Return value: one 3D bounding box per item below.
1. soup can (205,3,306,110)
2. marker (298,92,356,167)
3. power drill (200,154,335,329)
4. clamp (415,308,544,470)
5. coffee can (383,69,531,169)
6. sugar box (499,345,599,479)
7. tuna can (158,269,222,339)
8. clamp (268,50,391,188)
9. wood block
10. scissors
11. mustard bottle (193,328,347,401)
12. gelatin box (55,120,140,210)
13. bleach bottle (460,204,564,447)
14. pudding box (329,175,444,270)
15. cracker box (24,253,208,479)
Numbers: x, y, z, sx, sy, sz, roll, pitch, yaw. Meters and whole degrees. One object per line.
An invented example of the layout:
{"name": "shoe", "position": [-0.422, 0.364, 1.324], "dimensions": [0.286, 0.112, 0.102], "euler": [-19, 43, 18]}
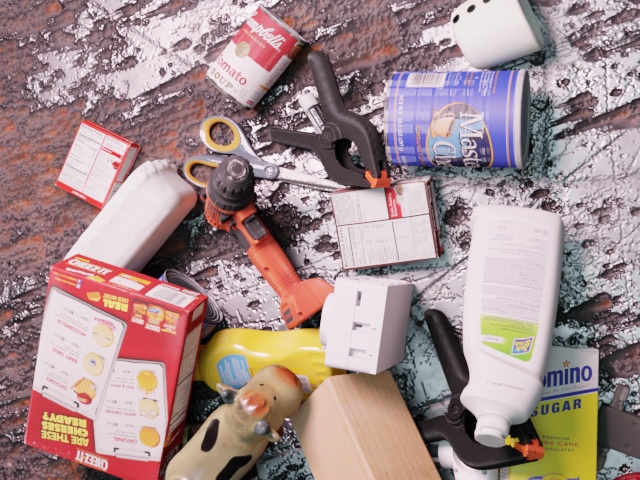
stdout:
{"name": "soup can", "position": [-0.074, -0.207, 1.209], "dimensions": [0.068, 0.068, 0.102], "euler": [43, 101, 13]}
{"name": "marker", "position": [0.013, -0.112, 1.206], "dimensions": [0.020, 0.020, 0.121], "euler": [-33, 80, 13]}
{"name": "power drill", "position": [-0.058, 0.001, 1.152], "dimensions": [0.057, 0.184, 0.187], "euler": [-34, 85, -13]}
{"name": "clamp", "position": [0.150, 0.166, 1.104], "dimensions": [0.210, 0.036, 0.164], "euler": [15, 90, 52]}
{"name": "coffee can", "position": [0.146, -0.128, 1.124], "dimensions": [0.140, 0.102, 0.103], "euler": [2, 89, 16]}
{"name": "sugar box", "position": [0.234, 0.196, 1.095], "dimensions": [0.093, 0.048, 0.176], "euler": [4, 84, -7]}
{"name": "tuna can", "position": [-0.154, 0.074, 1.217], "dimensions": [0.086, 0.086, 0.034], "euler": [46, 102, 12]}
{"name": "clamp", "position": [0.018, -0.124, 1.159], "dimensions": [0.172, 0.039, 0.120], "euler": [38, 125, 29]}
{"name": "wood block", "position": [0.059, 0.247, 1.102], "dimensions": [0.091, 0.090, 0.206], "euler": [-52, 52, 39]}
{"name": "scissors", "position": [-0.063, -0.099, 1.230], "dimensions": [0.202, 0.016, 0.096], "euler": [-1, 88, 16]}
{"name": "mustard bottle", "position": [-0.071, 0.138, 1.192], "dimensions": [0.192, 0.096, 0.058], "euler": [-1, 47, 17]}
{"name": "gelatin box", "position": [-0.267, -0.090, 1.283], "dimensions": [0.073, 0.030, 0.089], "euler": [26, 96, 17]}
{"name": "bleach bottle", "position": [0.181, 0.084, 1.064], "dimensions": [0.103, 0.068, 0.250], "euler": [6, 57, 16]}
{"name": "pudding box", "position": [0.073, -0.019, 1.171], "dimensions": [0.114, 0.039, 0.090], "euler": [-7, 99, 18]}
{"name": "cracker box", "position": [-0.222, 0.140, 1.160], "dimensions": [0.164, 0.072, 0.214], "euler": [16, 108, 12]}
